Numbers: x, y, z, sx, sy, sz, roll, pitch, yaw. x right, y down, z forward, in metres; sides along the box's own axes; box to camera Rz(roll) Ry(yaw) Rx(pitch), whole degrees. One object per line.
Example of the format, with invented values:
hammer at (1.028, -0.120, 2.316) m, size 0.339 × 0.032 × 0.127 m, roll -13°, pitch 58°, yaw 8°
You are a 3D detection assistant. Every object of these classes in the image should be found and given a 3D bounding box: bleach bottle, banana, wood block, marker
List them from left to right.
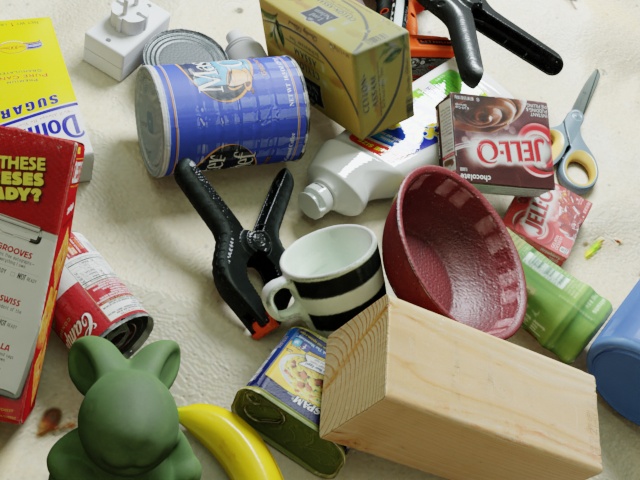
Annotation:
banana at (-0.059, 0.198, 0.820) m, size 0.069 × 0.037 × 0.198 m, roll -30°, pitch 62°, yaw -6°
marker at (0.083, -0.237, 1.118) m, size 0.020 × 0.020 × 0.121 m, roll 14°, pitch 51°, yaw -5°
bleach bottle at (0.081, -0.089, 1.054) m, size 0.103 × 0.068 × 0.250 m, roll 44°, pitch 57°, yaw 16°
wood block at (0.112, 0.129, 0.841) m, size 0.205 × 0.091 × 0.090 m, roll 22°, pitch 52°, yaw -23°

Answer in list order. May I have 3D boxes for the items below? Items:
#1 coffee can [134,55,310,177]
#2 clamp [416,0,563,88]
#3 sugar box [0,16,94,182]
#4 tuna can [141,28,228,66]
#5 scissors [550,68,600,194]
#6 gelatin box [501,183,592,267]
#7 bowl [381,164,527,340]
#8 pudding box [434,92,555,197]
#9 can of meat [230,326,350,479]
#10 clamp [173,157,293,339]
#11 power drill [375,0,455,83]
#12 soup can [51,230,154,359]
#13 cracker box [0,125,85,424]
coffee can at (-0.093, -0.117, 0.997) m, size 0.140 × 0.103 × 0.103 m, roll -8°, pitch 57°, yaw -22°
clamp at (0.146, -0.237, 1.113) m, size 0.210 × 0.036 × 0.164 m, roll 49°, pitch 40°, yaw 14°
sugar box at (-0.276, -0.129, 0.991) m, size 0.093 × 0.048 × 0.176 m, roll -11°, pitch 57°, yaw -23°
tuna can at (-0.136, -0.170, 1.068) m, size 0.086 × 0.034 × 0.086 m, roll 8°, pitch 53°, yaw -11°
scissors at (0.287, -0.116, 1.161) m, size 0.096 × 0.016 × 0.201 m, roll 42°, pitch 54°, yaw 14°
gelatin box at (0.221, -0.020, 1.061) m, size 0.073 × 0.030 × 0.089 m, roll 30°, pitch 52°, yaw 7°
bowl at (0.103, 0.019, 0.903) m, size 0.161 × 0.055 × 0.162 m, roll 27°, pitch 47°, yaw -34°
pudding box at (0.169, -0.091, 1.030) m, size 0.113 × 0.039 × 0.090 m, roll 2°, pitch 75°, yaw -20°
can of meat at (-0.007, 0.129, 0.869) m, size 0.102 × 0.057 × 0.083 m, roll 32°, pitch 50°, yaw 8°
clamp at (-0.056, 0.001, 0.951) m, size 0.120 × 0.039 × 0.171 m, roll -9°, pitch 73°, yaw -32°
power drill at (0.117, -0.255, 1.191) m, size 0.184 × 0.057 × 0.187 m, roll -3°, pitch 53°, yaw -14°
soup can at (-0.193, 0.049, 0.868) m, size 0.068 × 0.069 × 0.102 m, roll -31°, pitch 67°, yaw -32°
cracker box at (-0.278, 0.015, 0.797) m, size 0.164 × 0.072 × 0.214 m, roll 12°, pitch 93°, yaw -7°
